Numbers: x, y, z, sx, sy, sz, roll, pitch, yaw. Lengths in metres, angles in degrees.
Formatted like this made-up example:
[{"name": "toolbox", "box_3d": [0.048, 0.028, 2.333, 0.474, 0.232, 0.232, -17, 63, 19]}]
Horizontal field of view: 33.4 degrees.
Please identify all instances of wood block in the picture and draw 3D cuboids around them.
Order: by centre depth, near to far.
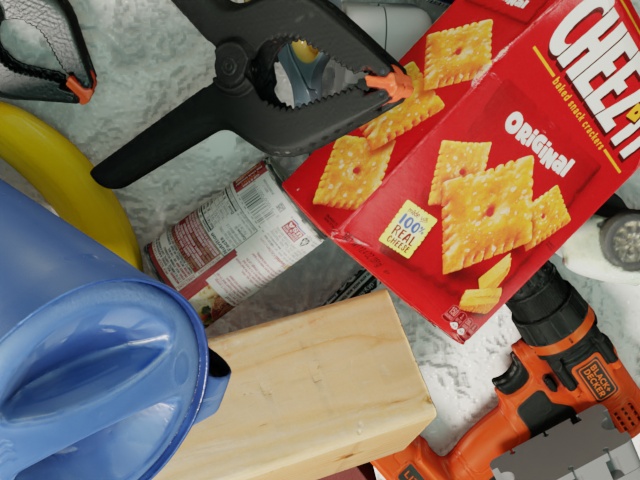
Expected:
[{"name": "wood block", "box_3d": [-0.046, 0.111, 0.666, 0.205, 0.091, 0.090, -15, 68, -17]}]

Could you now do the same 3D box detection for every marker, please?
[{"name": "marker", "box_3d": [0.032, 0.028, 0.739, 0.020, 0.020, 0.121, 42, 100, -18]}]

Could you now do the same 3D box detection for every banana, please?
[{"name": "banana", "box_3d": [-0.161, -0.012, 0.691, 0.069, 0.037, 0.198, -25, 108, -14]}]

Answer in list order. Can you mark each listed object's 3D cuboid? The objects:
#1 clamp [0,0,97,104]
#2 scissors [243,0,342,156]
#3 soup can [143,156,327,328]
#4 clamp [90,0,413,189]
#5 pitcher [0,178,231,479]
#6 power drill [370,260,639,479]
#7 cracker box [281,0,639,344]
[{"name": "clamp", "box_3d": [-0.203, -0.149, 0.641, 0.171, 0.039, 0.120, 28, 116, -17]}, {"name": "scissors", "box_3d": [-0.019, -0.101, 0.683, 0.016, 0.096, 0.202, -28, 144, -28]}, {"name": "soup can", "box_3d": [-0.055, 0.001, 0.695, 0.102, 0.068, 0.068, -36, 109, 6]}, {"name": "clamp", "box_3d": [-0.050, -0.091, 0.622, 0.210, 0.036, 0.164, 18, 104, 24]}, {"name": "pitcher", "box_3d": [-0.171, 0.036, 0.581, 0.144, 0.243, 0.149, -39, 134, -20]}, {"name": "power drill", "box_3d": [0.120, 0.110, 0.757, 0.188, 0.057, 0.184, -36, 109, 6]}, {"name": "cracker box", "box_3d": [0.107, -0.055, 0.647, 0.214, 0.072, 0.164, -46, 135, 4]}]
